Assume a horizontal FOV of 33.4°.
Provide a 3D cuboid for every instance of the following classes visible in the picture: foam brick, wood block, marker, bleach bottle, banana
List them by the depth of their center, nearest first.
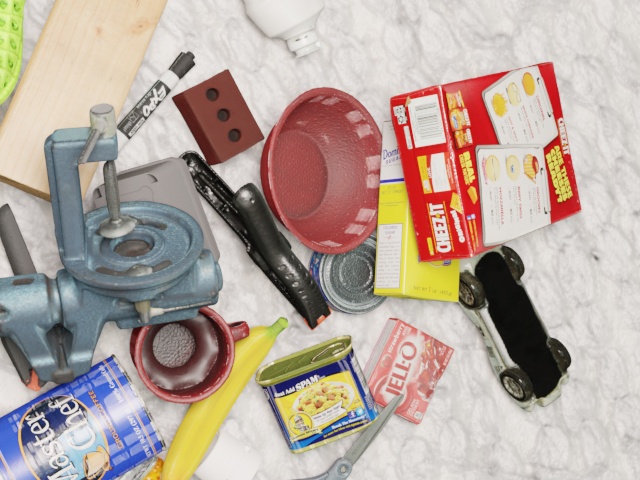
[{"bbox_3d":[-0.225,-0.140,0.969,0.090,0.091,0.206,23,83,-17],"label":"wood block"},{"bbox_3d":[-0.100,0.153,1.022,0.037,0.070,0.197,33,74,-3],"label":"banana"},{"bbox_3d":[-0.162,-0.136,1.028,0.020,0.020,0.121,42,78,-14],"label":"marker"},{"bbox_3d":[-0.099,-0.119,1.032,0.053,0.051,0.078,-32,100,-16],"label":"foam brick"},{"bbox_3d":[-0.053,-0.303,1.041,0.102,0.068,0.251,-26,100,-15],"label":"bleach bottle"}]

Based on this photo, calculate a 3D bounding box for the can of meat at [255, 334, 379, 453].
[{"bbox_3d":[-0.001,0.152,1.052,0.102,0.057,0.084,-21,101,7],"label":"can of meat"}]

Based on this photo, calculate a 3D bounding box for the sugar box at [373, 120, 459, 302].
[{"bbox_3d":[0.102,-0.029,1.077,0.093,0.048,0.176,9,83,-46],"label":"sugar box"}]

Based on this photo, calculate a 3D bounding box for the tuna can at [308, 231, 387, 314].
[{"bbox_3d":[0.033,0.032,1.086,0.086,0.034,0.086,0,90,-18],"label":"tuna can"}]

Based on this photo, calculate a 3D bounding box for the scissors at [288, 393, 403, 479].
[{"bbox_3d":[0.001,0.229,1.075,0.096,0.016,0.202,25,90,-12],"label":"scissors"}]

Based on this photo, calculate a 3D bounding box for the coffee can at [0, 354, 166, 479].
[{"bbox_3d":[-0.225,0.181,0.965,0.140,0.103,0.103,-29,99,-16],"label":"coffee can"}]

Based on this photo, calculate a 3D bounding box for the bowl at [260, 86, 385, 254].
[{"bbox_3d":[-0.006,-0.066,1.045,0.161,0.055,0.162,2,87,-43],"label":"bowl"}]

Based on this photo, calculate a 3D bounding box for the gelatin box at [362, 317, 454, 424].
[{"bbox_3d":[0.087,0.135,1.107,0.073,0.030,0.089,29,81,-16],"label":"gelatin box"}]

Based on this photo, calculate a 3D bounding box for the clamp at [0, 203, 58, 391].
[{"bbox_3d":[-0.260,0.049,0.987,0.120,0.039,0.171,19,78,-11],"label":"clamp"}]

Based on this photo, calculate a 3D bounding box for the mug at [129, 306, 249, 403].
[{"bbox_3d":[-0.124,0.098,1.009,0.117,0.082,0.093,-19,96,-17],"label":"mug"}]

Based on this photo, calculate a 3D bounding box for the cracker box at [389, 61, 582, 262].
[{"bbox_3d":[0.168,-0.082,1.066,0.213,0.072,0.164,-19,99,-47],"label":"cracker box"}]

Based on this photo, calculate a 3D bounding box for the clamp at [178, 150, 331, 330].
[{"bbox_3d":[-0.057,0.001,1.023,0.036,0.165,0.210,-40,126,-10],"label":"clamp"}]
